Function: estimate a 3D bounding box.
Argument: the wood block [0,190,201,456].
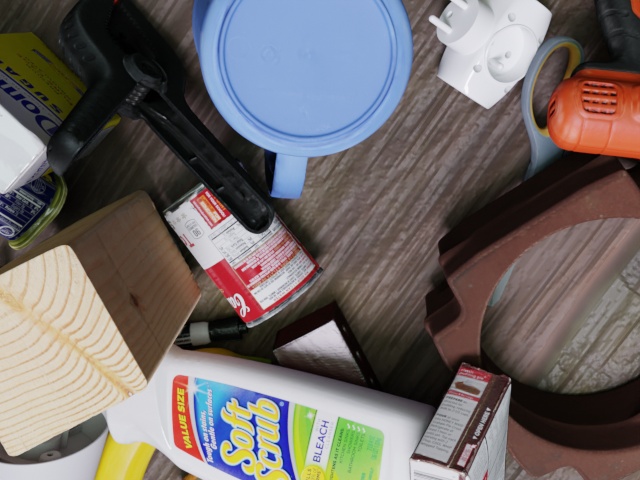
[{"bbox_3d":[-0.145,0.039,0.659,0.090,0.206,0.091,-27,98,6],"label":"wood block"}]

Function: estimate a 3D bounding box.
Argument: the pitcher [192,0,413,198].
[{"bbox_3d":[-0.015,-0.113,0.643,0.145,0.243,0.149,-39,104,7],"label":"pitcher"}]

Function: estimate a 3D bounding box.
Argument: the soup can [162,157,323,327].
[{"bbox_3d":[-0.055,0.001,0.755,0.068,0.068,0.102,-36,97,8],"label":"soup can"}]

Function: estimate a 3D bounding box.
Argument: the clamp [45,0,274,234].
[{"bbox_3d":[-0.126,-0.097,0.684,0.036,0.164,0.210,-44,57,26],"label":"clamp"}]

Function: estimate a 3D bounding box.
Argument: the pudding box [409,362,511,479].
[{"bbox_3d":[0.091,0.151,0.691,0.039,0.090,0.113,15,132,21],"label":"pudding box"}]

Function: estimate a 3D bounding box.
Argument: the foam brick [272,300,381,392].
[{"bbox_3d":[0.006,0.094,0.778,0.051,0.053,0.078,-27,99,7],"label":"foam brick"}]

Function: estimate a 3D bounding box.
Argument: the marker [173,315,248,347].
[{"bbox_3d":[-0.114,0.072,0.795,0.121,0.020,0.020,-8,101,4],"label":"marker"}]

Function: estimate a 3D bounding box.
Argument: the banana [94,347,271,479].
[{"bbox_3d":[-0.123,0.147,0.801,0.069,0.037,0.198,40,100,-2],"label":"banana"}]

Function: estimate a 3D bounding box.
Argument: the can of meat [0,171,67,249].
[{"bbox_3d":[-0.226,-0.054,0.719,0.057,0.102,0.083,-45,129,10],"label":"can of meat"}]

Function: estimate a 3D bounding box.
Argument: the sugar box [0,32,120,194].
[{"bbox_3d":[-0.194,-0.088,0.687,0.093,0.176,0.048,43,99,-6],"label":"sugar box"}]

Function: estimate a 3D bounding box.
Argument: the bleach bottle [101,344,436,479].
[{"bbox_3d":[-0.052,0.134,0.734,0.251,0.068,0.102,11,94,12],"label":"bleach bottle"}]

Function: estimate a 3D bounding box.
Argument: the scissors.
[{"bbox_3d":[0.173,-0.047,0.762,0.096,0.016,0.202,-5,116,-16],"label":"scissors"}]
